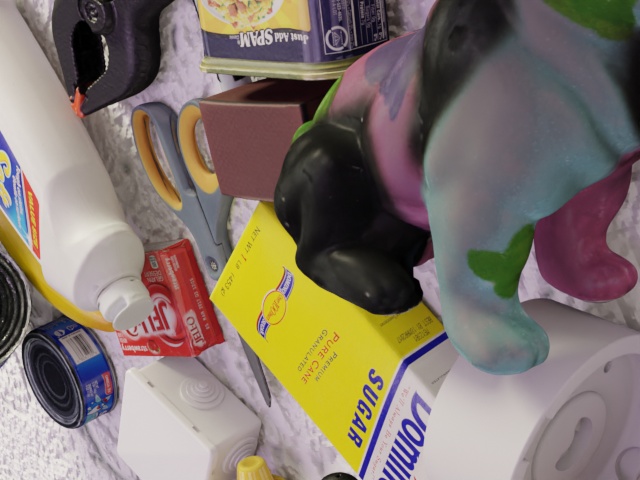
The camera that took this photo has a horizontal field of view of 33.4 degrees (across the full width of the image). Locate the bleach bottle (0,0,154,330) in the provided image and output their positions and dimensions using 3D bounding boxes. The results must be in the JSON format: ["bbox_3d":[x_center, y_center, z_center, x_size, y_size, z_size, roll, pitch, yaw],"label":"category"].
[{"bbox_3d":[-0.179,-0.051,0.686,0.251,0.067,0.103,52,140,24],"label":"bleach bottle"}]

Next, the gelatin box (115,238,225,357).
[{"bbox_3d":[-0.110,0.039,0.708,0.089,0.030,0.073,-5,106,49],"label":"gelatin box"}]

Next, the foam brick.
[{"bbox_3d":[-0.014,-0.052,0.538,0.078,0.051,0.053,10,118,45],"label":"foam brick"}]

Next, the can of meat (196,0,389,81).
[{"bbox_3d":[-0.017,-0.123,0.499,0.102,0.057,0.084,12,117,44],"label":"can of meat"}]

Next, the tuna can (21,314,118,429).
[{"bbox_3d":[-0.198,0.104,0.837,0.086,0.033,0.086,25,127,38],"label":"tuna can"}]

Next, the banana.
[{"bbox_3d":[-0.211,-0.006,0.790,0.198,0.037,0.070,57,143,8],"label":"banana"}]

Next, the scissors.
[{"bbox_3d":[-0.054,0.001,0.638,0.096,0.016,0.202,-31,86,51],"label":"scissors"}]

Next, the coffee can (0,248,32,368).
[{"bbox_3d":[-0.279,0.058,0.819,0.103,0.102,0.140,63,158,0],"label":"coffee can"}]

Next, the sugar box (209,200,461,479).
[{"bbox_3d":[0.021,0.062,0.566,0.176,0.048,0.093,50,139,19],"label":"sugar box"}]

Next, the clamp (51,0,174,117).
[{"bbox_3d":[-0.125,-0.148,0.617,0.120,0.039,0.172,52,135,14],"label":"clamp"}]
